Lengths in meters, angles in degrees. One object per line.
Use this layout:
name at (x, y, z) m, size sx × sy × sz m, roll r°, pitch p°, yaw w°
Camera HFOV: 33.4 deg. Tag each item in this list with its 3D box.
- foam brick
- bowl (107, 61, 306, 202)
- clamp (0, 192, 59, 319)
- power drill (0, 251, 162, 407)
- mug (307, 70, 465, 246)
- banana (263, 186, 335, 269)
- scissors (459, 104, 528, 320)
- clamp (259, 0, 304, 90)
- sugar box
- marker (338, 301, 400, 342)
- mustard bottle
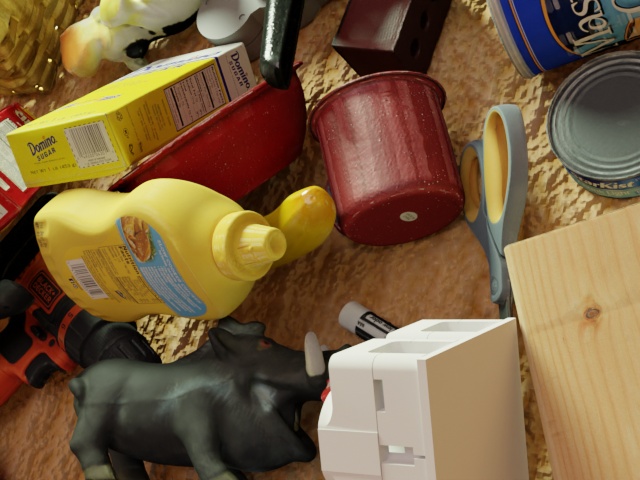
foam brick at (0.052, -0.155, 0.747) m, size 0.051 × 0.053 × 0.078 m, roll 11°, pitch 76°, yaw 33°
bowl at (-0.066, -0.057, 0.737) m, size 0.162 × 0.162 × 0.055 m, roll -32°, pitch 97°, yaw 14°
clamp at (-0.243, 0.036, 0.767) m, size 0.172 × 0.039 × 0.120 m, roll -30°, pitch 24°, yaw 32°
power drill at (-0.214, 0.110, 0.782) m, size 0.187 × 0.057 × 0.185 m, roll -51°, pitch 50°, yaw -3°
mug at (0.038, -0.043, 0.691) m, size 0.117 × 0.093 × 0.081 m, roll -40°, pitch 54°, yaw 46°
banana at (-0.044, 0.001, 0.708) m, size 0.198 × 0.069 × 0.037 m, roll -19°, pitch 79°, yaw 46°
scissors at (0.105, 0.019, 0.652) m, size 0.016 × 0.096 × 0.202 m, roll 0°, pitch 94°, yaw -12°
clamp at (0.001, -0.198, 0.725) m, size 0.164 × 0.036 × 0.210 m, roll -25°, pitch 51°, yaw -7°
sugar box at (-0.128, -0.093, 0.761) m, size 0.093 × 0.048 × 0.176 m, roll -6°, pitch 24°, yaw 30°
marker at (0.060, 0.072, 0.661) m, size 0.121 × 0.020 × 0.020 m, roll 30°, pitch 85°, yaw 36°
mustard bottle at (-0.095, 0.007, 0.668) m, size 0.192 × 0.096 × 0.058 m, roll -4°, pitch 34°, yaw 43°
